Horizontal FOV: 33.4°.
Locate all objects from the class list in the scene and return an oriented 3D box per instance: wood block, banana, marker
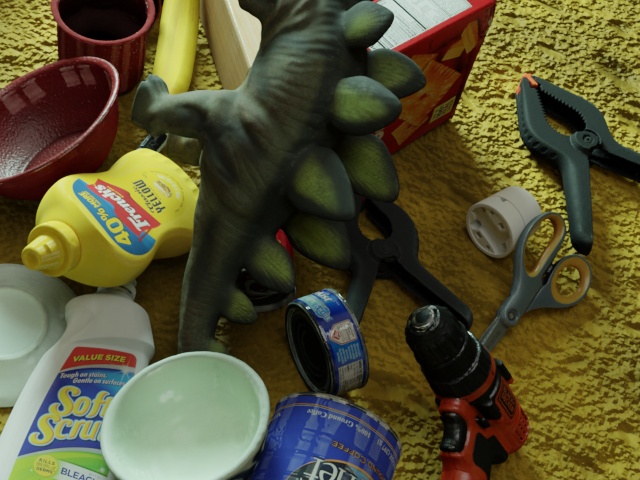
[{"bbox_3d":[-0.061,-0.217,1.043,0.090,0.090,0.206,-9,59,-19],"label":"wood block"},{"bbox_3d":[-0.140,-0.191,1.021,0.037,0.069,0.198,0,64,6],"label":"banana"},{"bbox_3d":[-0.168,-0.065,0.958,0.020,0.020,0.121,28,55,6],"label":"marker"}]

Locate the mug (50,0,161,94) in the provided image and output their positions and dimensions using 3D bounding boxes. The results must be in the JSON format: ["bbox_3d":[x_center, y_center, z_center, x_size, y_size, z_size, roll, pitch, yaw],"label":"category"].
[{"bbox_3d":[-0.196,-0.196,1.001,0.093,0.082,0.117,39,57,14],"label":"mug"}]

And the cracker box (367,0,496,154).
[{"bbox_3d":[0.051,-0.140,0.971,0.213,0.164,0.072,-33,67,-30],"label":"cracker box"}]

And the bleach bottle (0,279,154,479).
[{"bbox_3d":[-0.187,0.128,0.794,0.102,0.068,0.250,20,52,-15],"label":"bleach bottle"}]

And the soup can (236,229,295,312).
[{"bbox_3d":[-0.056,0.001,0.910,0.068,0.069,0.102,5,55,-10],"label":"soup can"}]

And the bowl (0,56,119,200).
[{"bbox_3d":[-0.232,-0.085,0.910,0.162,0.055,0.162,-16,42,15],"label":"bowl"}]

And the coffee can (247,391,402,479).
[{"bbox_3d":[-0.010,0.196,0.767,0.103,0.103,0.140,23,54,3],"label":"coffee can"}]

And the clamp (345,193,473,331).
[{"bbox_3d":[0.047,0.023,0.937,0.120,0.039,0.171,-11,53,-25],"label":"clamp"}]

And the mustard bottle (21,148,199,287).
[{"bbox_3d":[-0.169,-0.013,0.848,0.096,0.058,0.191,50,30,4],"label":"mustard bottle"}]

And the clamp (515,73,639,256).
[{"bbox_3d":[0.256,-0.082,1.056,0.164,0.036,0.210,-29,65,-28],"label":"clamp"}]

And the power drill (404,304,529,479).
[{"bbox_3d":[0.094,0.162,0.785,0.057,0.184,0.187,-2,53,35],"label":"power drill"}]

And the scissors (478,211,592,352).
[{"bbox_3d":[0.182,0.070,0.945,0.096,0.016,0.201,33,71,-22],"label":"scissors"}]

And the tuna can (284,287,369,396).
[{"bbox_3d":[0.004,0.084,0.857,0.033,0.086,0.086,-18,62,-22],"label":"tuna can"}]
